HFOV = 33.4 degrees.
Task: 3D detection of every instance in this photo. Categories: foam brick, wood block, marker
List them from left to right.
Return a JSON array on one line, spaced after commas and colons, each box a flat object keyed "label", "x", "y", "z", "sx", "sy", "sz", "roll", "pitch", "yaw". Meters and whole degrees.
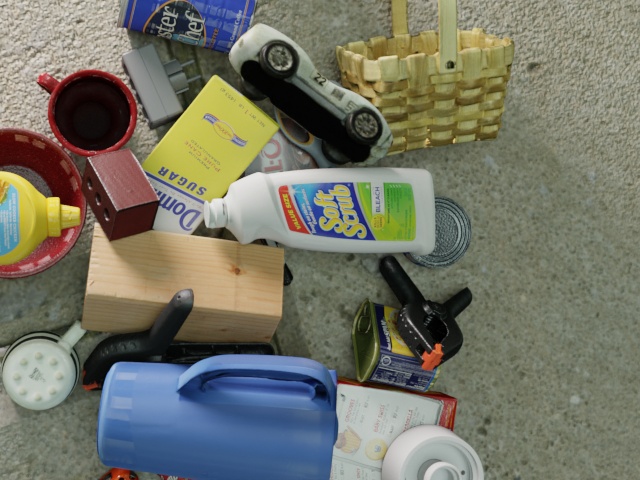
[{"label": "foam brick", "x": -0.211, "y": -0.049, "z": 1.120, "sx": 0.051, "sy": 0.053, "sz": 0.078, "roll": -17, "pitch": 59, "yaw": -31}, {"label": "wood block", "x": -0.150, "y": 0.052, "z": 1.163, "sx": 0.206, "sy": 0.090, "sz": 0.091, "roll": 8, "pitch": 60, "yaw": -12}, {"label": "marker", "x": -0.058, "y": 0.001, "z": 1.211, "sx": 0.020, "sy": 0.020, "sz": 0.121, "roll": -28, "pitch": 119, "yaw": -12}]

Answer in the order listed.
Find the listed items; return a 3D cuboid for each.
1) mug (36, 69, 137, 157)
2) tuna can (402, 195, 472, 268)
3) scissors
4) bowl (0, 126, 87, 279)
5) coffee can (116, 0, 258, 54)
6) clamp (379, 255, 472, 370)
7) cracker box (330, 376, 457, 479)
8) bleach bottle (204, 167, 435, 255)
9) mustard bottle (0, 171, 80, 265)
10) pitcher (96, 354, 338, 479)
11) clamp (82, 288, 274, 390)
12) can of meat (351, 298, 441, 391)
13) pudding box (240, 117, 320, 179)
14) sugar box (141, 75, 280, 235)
[{"label": "mug", "x": -0.258, "y": -0.140, "z": 1.158, "sx": 0.117, "sy": 0.081, "sz": 0.093, "roll": 35, "pitch": 82, "yaw": -10}, {"label": "tuna can", "x": 0.134, "y": -0.010, "z": 1.268, "sx": 0.086, "sy": 0.034, "sz": 0.086, "roll": 0, "pitch": 90, "yaw": -13}, {"label": "scissors", "x": 0.023, "y": -0.094, "z": 1.213, "sx": 0.096, "sy": 0.016, "sz": 0.201, "roll": -36, "pitch": 100, "yaw": -6}, {"label": "bowl", "x": -0.334, "y": -0.040, "z": 1.154, "sx": 0.162, "sy": 0.055, "sz": 0.162, "roll": 0, "pitch": 89, "yaw": -13}, {"label": "coffee can", "x": -0.145, "y": -0.268, "z": 1.174, "sx": 0.140, "sy": 0.103, "sz": 0.103, "roll": 12, "pitch": 87, "yaw": -12}, {"label": "clamp", "x": 0.132, "y": 0.087, "z": 1.218, "sx": 0.120, "sy": 0.171, "sz": 0.039, "roll": 13, "pitch": 126, "yaw": -16}, {"label": "cracker box", "x": 0.038, "y": 0.244, "z": 1.226, "sx": 0.213, "sy": 0.072, "sz": 0.164, "roll": 9, "pitch": 87, "yaw": -11}, {"label": "bleach bottle", "x": -0.001, "y": -0.027, "z": 1.169, "sx": 0.250, "sy": 0.068, "sz": 0.102, "roll": -4, "pitch": 95, "yaw": -17}, {"label": "mustard bottle", "x": -0.344, "y": -0.022, "z": 1.092, "sx": 0.191, "sy": 0.058, "sz": 0.096, "roll": -2, "pitch": 88, "yaw": -13}, {"label": "pitcher", "x": -0.102, "y": 0.182, "z": 1.100, "sx": 0.242, "sy": 0.145, "sz": 0.149, "roll": 6, "pitch": 89, "yaw": -3}, {"label": "clamp", "x": -0.175, "y": 0.115, "z": 1.139, "sx": 0.210, "sy": 0.164, "sz": 0.036, "roll": -16, "pitch": 54, "yaw": 17}, {"label": "can of meat", "x": 0.087, "y": 0.122, "z": 1.225, "sx": 0.083, "sy": 0.102, "sz": 0.057, "roll": 13, "pitch": 127, "yaw": -15}, {"label": "pudding box", "x": -0.047, "y": -0.085, "z": 1.226, "sx": 0.090, "sy": 0.039, "sz": 0.113, "roll": -4, "pitch": 91, "yaw": -13}, {"label": "sugar box", "x": -0.135, "y": -0.087, "z": 1.178, "sx": 0.093, "sy": 0.048, "sz": 0.176, "roll": 39, "pitch": 96, "yaw": -6}]
